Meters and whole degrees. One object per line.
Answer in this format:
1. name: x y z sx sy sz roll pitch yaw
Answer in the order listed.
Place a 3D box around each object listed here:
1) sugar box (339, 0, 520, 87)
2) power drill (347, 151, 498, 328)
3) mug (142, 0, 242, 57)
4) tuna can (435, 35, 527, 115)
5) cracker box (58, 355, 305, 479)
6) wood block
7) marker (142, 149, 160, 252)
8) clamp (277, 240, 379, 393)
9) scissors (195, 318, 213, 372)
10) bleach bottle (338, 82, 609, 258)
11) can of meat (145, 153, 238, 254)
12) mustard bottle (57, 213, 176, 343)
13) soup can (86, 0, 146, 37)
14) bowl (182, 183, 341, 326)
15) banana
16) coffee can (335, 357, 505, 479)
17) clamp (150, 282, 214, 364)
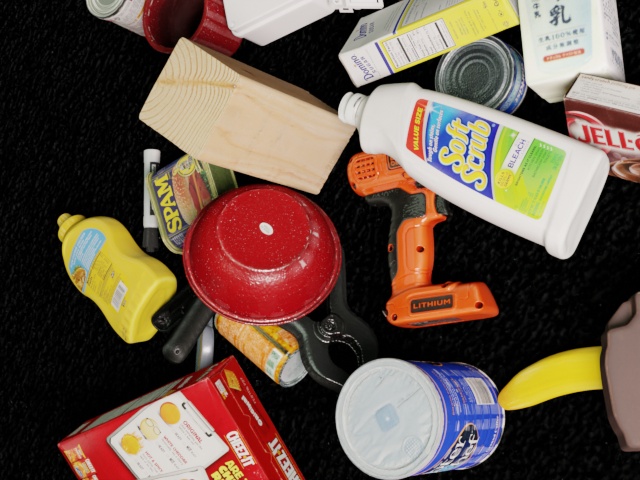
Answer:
1. sugar box: 0.111 -0.212 1.036 0.176 0.093 0.048 -20 116 31
2. power drill: 0.121 -0.016 1.023 0.185 0.057 0.187 -12 75 27
3. mug: -0.140 -0.258 1.207 0.093 0.081 0.117 -9 79 31
4. tuna can: 0.155 -0.156 1.033 0.086 0.033 0.086 -5 81 32
5. cracker box: -0.144 0.234 1.116 0.214 0.072 0.164 -26 97 26
6. wood block: -0.067 -0.120 1.067 0.091 0.205 0.090 37 103 31
7. marker: -0.199 -0.046 1.252 0.020 0.020 0.121 -5 81 32
8. clamp: -0.004 0.090 1.070 0.120 0.039 0.171 -21 68 -8
9. scissors: -0.128 0.174 1.148 0.016 0.096 0.202 3 81 -9
10. bleach bottle: 0.125 -0.075 0.967 0.251 0.068 0.102 23 88 25
11. can of meat: -0.138 -0.047 1.192 0.084 0.057 0.102 -28 69 24
12. mustard bottle: -0.250 0.028 1.251 0.192 0.058 0.096 40 118 30
13. soup can: -0.215 -0.277 1.245 0.069 0.102 0.068 -5 80 32
14. bowl: -0.057 0.001 1.060 0.162 0.055 0.162 2 62 -4
15. banana: 0.249 0.126 0.932 0.198 0.037 0.069 4 83 33
16. coffee can: 0.093 0.159 0.965 0.103 0.140 0.103 -5 81 32
17. clamp: -0.109 0.035 1.143 0.210 0.036 0.165 -51 16 -10
